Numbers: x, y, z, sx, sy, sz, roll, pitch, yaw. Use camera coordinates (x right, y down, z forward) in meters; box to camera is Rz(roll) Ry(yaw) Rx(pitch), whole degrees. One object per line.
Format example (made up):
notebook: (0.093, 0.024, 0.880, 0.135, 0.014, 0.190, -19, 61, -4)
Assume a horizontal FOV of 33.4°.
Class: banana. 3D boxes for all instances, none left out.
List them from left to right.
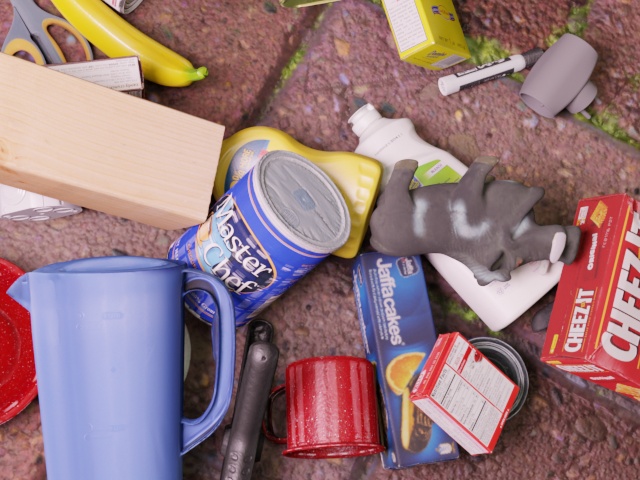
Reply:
banana: (-0.192, -0.202, 1.025, 0.198, 0.070, 0.037, 33, 56, 0)

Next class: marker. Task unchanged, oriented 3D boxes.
marker: (0.180, -0.176, 1.102, 0.121, 0.020, 0.020, -19, 80, -13)

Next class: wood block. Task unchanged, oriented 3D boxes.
wood block: (-0.198, -0.079, 0.911, 0.205, 0.090, 0.091, 16, 78, -27)

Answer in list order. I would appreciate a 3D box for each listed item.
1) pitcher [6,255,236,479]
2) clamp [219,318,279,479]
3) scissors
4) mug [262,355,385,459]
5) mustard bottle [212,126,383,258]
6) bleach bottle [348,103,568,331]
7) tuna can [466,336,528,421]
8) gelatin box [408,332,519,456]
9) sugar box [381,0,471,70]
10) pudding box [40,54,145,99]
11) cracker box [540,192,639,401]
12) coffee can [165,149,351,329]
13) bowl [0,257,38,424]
pitcher: (-0.164, 0.134, 0.896, 0.144, 0.149, 0.243, -7, 96, -47)
clamp: (-0.068, 0.170, 0.942, 0.036, 0.164, 0.210, 11, 98, -4)
scissors: (-0.305, -0.223, 1.040, 0.096, 0.016, 0.202, -43, 86, -15)
mug: (-0.001, 0.153, 0.968, 0.117, 0.093, 0.081, -12, 70, 26)
mustard bottle: (-0.043, -0.055, 1.008, 0.191, 0.058, 0.096, 18, 104, 6)
bleach bottle: (0.125, -0.036, 1.040, 0.102, 0.068, 0.251, -38, 83, -16)
tuna can: (0.154, 0.135, 1.017, 0.086, 0.034, 0.086, 2, 76, -8)
gelatin box: (0.129, 0.137, 0.957, 0.089, 0.030, 0.073, 42, 57, -17)
sugar box: (0.091, -0.262, 1.071, 0.048, 0.093, 0.176, -20, 80, 29)
pudding box: (-0.220, -0.136, 0.994, 0.113, 0.090, 0.039, -10, 79, -11)
cracker box: (0.326, 0.071, 1.008, 0.213, 0.072, 0.164, 24, 74, -24)
coffee can: (-0.056, 0.001, 0.944, 0.102, 0.141, 0.103, 28, 40, -27)
bowl: (-0.314, 0.092, 0.942, 0.162, 0.055, 0.162, 2, 76, -8)
